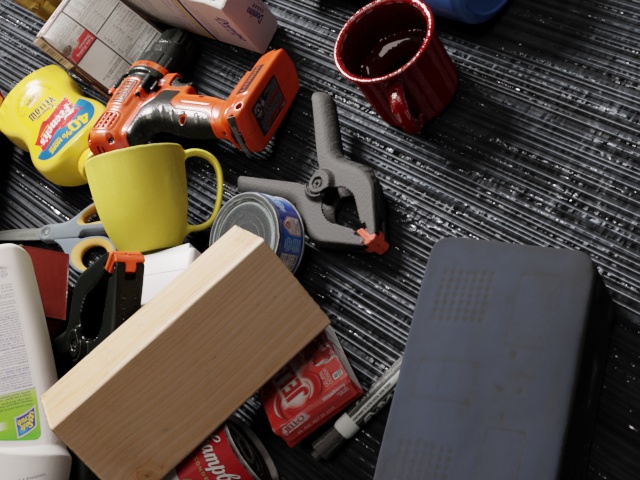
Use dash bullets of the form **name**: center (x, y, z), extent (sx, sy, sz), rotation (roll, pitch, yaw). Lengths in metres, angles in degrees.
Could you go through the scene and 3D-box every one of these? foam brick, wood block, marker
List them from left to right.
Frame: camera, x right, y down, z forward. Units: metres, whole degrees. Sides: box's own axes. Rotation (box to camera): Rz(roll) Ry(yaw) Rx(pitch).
- **foam brick**: center (-0.272, 0.052, 1.017), extent (0.053, 0.051, 0.078), rotation (-52, 35, 46)
- **wood block**: center (-0.105, 0.093, 0.831), extent (0.206, 0.090, 0.090), rotation (-42, 19, -9)
- **marker**: center (0.039, 0.126, 0.824), extent (0.121, 0.020, 0.020), rotation (-44, 50, -1)

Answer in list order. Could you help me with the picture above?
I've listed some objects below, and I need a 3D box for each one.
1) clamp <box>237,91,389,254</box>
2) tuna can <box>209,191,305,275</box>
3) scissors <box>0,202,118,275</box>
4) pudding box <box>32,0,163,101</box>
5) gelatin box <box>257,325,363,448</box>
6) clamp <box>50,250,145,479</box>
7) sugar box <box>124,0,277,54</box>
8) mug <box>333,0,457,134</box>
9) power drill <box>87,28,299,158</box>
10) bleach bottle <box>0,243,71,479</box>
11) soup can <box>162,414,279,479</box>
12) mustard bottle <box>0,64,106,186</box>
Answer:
- **clamp**: center (-0.004, -0.041, 0.940), extent (0.120, 0.039, 0.171), rotation (-44, 51, 19)
- **tuna can**: center (-0.056, 0.001, 0.928), extent (0.086, 0.033, 0.086), rotation (-9, 76, 39)
- **scissors**: center (-0.270, 0.008, 1.079), extent (0.202, 0.016, 0.096), rotation (-16, 55, 22)
- **pudding box**: center (-0.230, -0.212, 1.130), extent (0.090, 0.113, 0.039), rotation (-57, 23, -12)
- **gelatin box**: center (-0.014, 0.109, 0.847), extent (0.073, 0.030, 0.089), rotation (-37, 36, 7)
- **clamp**: center (-0.201, 0.088, 0.920), extent (0.165, 0.036, 0.210), rotation (47, 125, 43)
- **sugar box**: center (-0.136, -0.250, 1.095), extent (0.176, 0.093, 0.048), rotation (20, 80, 30)
- **mug**: center (0.071, -0.143, 0.929), extent (0.093, 0.081, 0.117), rotation (-21, 53, 18)
- **power drill**: center (-0.118, -0.147, 1.051), extent (0.188, 0.057, 0.184), rotation (3, 51, 30)
- **bleach bottle**: center (-0.274, 0.134, 0.909), extent (0.102, 0.068, 0.251), rotation (-15, 71, -2)
- **soup can**: center (-0.093, 0.191, 0.830), extent (0.102, 0.068, 0.068), rotation (-36, 50, 7)
- **mustard bottle**: center (-0.264, -0.109, 1.120), extent (0.096, 0.058, 0.192), rotation (-44, 50, -7)
